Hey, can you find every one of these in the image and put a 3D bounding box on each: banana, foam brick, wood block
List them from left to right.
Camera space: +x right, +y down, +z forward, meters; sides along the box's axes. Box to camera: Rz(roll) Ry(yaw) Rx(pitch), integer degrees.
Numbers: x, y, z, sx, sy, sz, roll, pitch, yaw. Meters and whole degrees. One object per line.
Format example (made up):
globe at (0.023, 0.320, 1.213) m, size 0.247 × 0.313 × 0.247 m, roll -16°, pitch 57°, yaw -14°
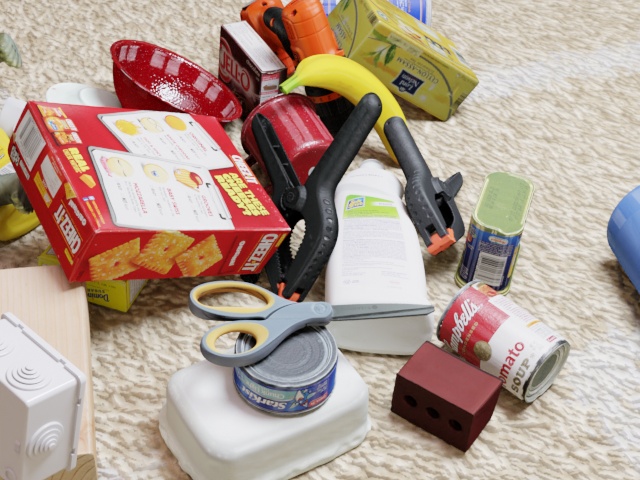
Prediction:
wood block at (-0.231, 0.122, 0.867) m, size 0.090 × 0.090 × 0.206 m, roll -5°, pitch 43°, yaw -12°
banana at (0.040, -0.150, 1.154) m, size 0.197 × 0.069 × 0.037 m, roll 27°, pitch 7°, yaw -35°
foam brick at (0.108, 0.134, 0.921) m, size 0.078 × 0.053 × 0.051 m, roll 26°, pitch 45°, yaw 23°

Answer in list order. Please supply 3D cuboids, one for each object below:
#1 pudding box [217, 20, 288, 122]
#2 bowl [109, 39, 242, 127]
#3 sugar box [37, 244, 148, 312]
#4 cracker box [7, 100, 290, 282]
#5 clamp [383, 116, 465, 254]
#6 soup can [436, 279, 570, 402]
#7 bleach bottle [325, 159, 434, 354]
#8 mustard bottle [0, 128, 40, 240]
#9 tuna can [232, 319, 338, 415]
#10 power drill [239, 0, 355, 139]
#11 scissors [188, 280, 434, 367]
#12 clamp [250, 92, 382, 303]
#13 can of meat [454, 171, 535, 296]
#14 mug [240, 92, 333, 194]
pudding box at (-0.081, -0.188, 1.239) m, size 0.039 × 0.090 × 0.114 m, roll -18°, pitch 47°, yaw -26°
bowl at (-0.171, -0.159, 1.194) m, size 0.162 × 0.055 × 0.162 m, roll 26°, pitch 24°, yaw -13°
sugar box at (-0.195, -0.010, 1.056) m, size 0.093 × 0.048 × 0.176 m, roll 16°, pitch 38°, yaw 11°
cracker box at (-0.158, -0.043, 0.980) m, size 0.213 × 0.072 × 0.164 m, roll -1°, pitch 47°, yaw -44°
clamp at (0.121, -0.045, 1.106) m, size 0.120 × 0.039 × 0.171 m, roll 27°, pitch 38°, yaw -34°
soup can at (0.165, 0.091, 0.965) m, size 0.068 × 0.068 × 0.102 m, roll -31°, pitch 53°, yaw -35°
bleach bottle at (0.058, 0.002, 1.059) m, size 0.102 × 0.068 × 0.250 m, roll 4°, pitch 39°, yaw 1°
mustard bottle at (-0.357, -0.078, 1.103) m, size 0.192 × 0.058 × 0.096 m, roll 31°, pitch 61°, yaw 26°
tuna can at (-0.028, 0.098, 0.865) m, size 0.086 × 0.034 × 0.086 m, roll 3°, pitch 41°, yaw -3°
power drill at (-0.021, -0.204, 1.234) m, size 0.057 × 0.184 × 0.188 m, roll -27°, pitch 30°, yaw -14°
scissors at (-0.010, 0.072, 0.858) m, size 0.202 × 0.016 × 0.096 m, roll 8°, pitch 42°, yaw 3°
clamp at (-0.024, -0.042, 1.042) m, size 0.165 × 0.210 × 0.036 m, roll 5°, pitch -10°, yaw 45°
can of meat at (0.176, -0.008, 1.067) m, size 0.057 × 0.084 × 0.102 m, roll 16°, pitch 42°, yaw 10°
mug at (-0.038, -0.091, 1.144) m, size 0.117 × 0.093 × 0.081 m, roll -35°, pitch 54°, yaw 2°
